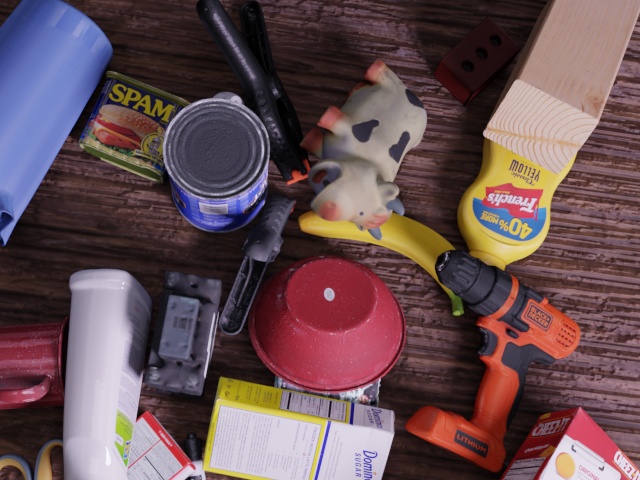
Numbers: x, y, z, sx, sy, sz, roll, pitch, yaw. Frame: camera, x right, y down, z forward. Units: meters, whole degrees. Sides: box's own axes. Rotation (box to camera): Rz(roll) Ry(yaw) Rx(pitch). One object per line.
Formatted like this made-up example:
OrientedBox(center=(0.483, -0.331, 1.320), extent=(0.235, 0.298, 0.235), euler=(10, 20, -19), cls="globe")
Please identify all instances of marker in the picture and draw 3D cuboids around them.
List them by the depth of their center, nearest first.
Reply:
OrientedBox(center=(-0.122, 0.254, 1.067), extent=(0.020, 0.020, 0.121), euler=(-7, 78, -5), cls="marker")

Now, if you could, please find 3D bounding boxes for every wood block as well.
OrientedBox(center=(0.254, -0.180, 1.109), extent=(0.091, 0.090, 0.205), euler=(28, 53, 2), cls="wood block")

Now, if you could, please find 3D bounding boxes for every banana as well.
OrientedBox(center=(0.076, 0.003, 1.119), extent=(0.198, 0.037, 0.069), euler=(28, 56, 6), cls="banana")

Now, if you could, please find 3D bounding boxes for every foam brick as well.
OrientedBox(center=(0.171, -0.195, 1.166), extent=(0.078, 0.051, 0.053), euler=(-44, 84, -11), cls="foam brick")

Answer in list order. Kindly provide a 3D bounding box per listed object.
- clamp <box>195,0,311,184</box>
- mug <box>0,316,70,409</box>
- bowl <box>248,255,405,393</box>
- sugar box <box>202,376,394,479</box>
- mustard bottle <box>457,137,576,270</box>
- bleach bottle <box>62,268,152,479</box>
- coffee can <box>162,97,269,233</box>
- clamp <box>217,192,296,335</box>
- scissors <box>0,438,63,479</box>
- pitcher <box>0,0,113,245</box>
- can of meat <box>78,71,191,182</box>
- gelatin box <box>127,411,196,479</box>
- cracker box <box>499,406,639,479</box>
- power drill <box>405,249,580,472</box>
OrientedBox(center=(-0.064, -0.160, 1.106), extent=(0.036, 0.164, 0.210), euler=(-21, 89, 17), cls="clamp")
OrientedBox(center=(-0.284, 0.128, 1.039), extent=(0.081, 0.117, 0.093), euler=(-4, 111, 0), cls="mug")
OrientedBox(center=(0.009, 0.069, 1.066), extent=(0.162, 0.055, 0.162), euler=(2, 52, -3), cls="bowl")
OrientedBox(center=(-0.022, 0.197, 1.052), extent=(0.176, 0.048, 0.093), euler=(11, 119, -4), cls="sugar box")
OrientedBox(center=(0.198, -0.038, 1.131), extent=(0.096, 0.058, 0.191), euler=(23, 78, -1), cls="mustard bottle")
OrientedBox(center=(-0.210, 0.160, 1.015), extent=(0.068, 0.102, 0.251), euler=(-3, 64, 11), cls="bleach bottle")
OrientedBox(center=(-0.103, -0.072, 1.076), extent=(0.102, 0.140, 0.103), euler=(1, 78, -4), cls="coffee can")
OrientedBox(center=(-0.057, 0.001, 1.069), extent=(0.039, 0.120, 0.171), euler=(24, 49, -6), cls="clamp")
OrientedBox(center=(-0.287, 0.295, 1.050), extent=(0.096, 0.016, 0.202), euler=(7, 78, -1), cls="scissors")
OrientedBox(center=(-0.325, -0.129, 1.090), extent=(0.149, 0.145, 0.242), euler=(32, 74, -9), cls="pitcher")
OrientedBox(center=(-0.194, -0.118, 1.124), extent=(0.102, 0.057, 0.084), euler=(22, 80, 1), cls="can of meat")
OrientedBox(center=(-0.180, 0.226, 1.055), extent=(0.089, 0.030, 0.073), euler=(-41, 66, -9), cls="gelatin box")
OrientedBox(center=(0.229, 0.293, 1.009), extent=(0.164, 0.072, 0.213), euler=(47, 59, -10), cls="cracker box")
OrientedBox(center=(0.159, 0.122, 1.069), extent=(0.184, 0.057, 0.187), euler=(31, 80, -21), cls="power drill")
